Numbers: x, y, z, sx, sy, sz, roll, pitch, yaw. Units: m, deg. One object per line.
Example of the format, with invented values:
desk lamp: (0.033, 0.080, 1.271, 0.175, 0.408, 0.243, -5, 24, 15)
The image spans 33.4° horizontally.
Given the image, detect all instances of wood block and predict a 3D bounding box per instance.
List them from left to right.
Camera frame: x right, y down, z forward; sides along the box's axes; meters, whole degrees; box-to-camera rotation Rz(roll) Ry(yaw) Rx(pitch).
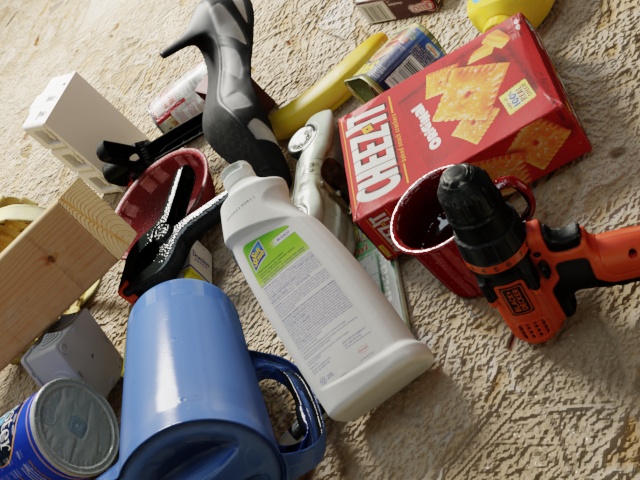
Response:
wood block: (-0.307, 0.042, 1.150, 0.206, 0.090, 0.090, -41, 12, 16)

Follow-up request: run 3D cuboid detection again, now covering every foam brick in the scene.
foam brick: (-0.106, -0.178, 1.318, 0.053, 0.078, 0.051, -54, 37, -10)

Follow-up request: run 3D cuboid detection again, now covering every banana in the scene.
banana: (-0.002, -0.170, 1.236, 0.198, 0.037, 0.069, -33, 40, 19)

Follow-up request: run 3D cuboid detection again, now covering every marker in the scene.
marker: (-0.010, 0.159, 0.939, 0.121, 0.020, 0.020, -46, 35, 1)

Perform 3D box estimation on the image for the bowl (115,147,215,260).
bowl: (-0.177, -0.030, 1.267, 0.162, 0.055, 0.162, -28, 39, 25)

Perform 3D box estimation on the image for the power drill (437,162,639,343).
power drill: (0.194, -0.009, 0.768, 0.188, 0.184, 0.057, -17, 44, 22)

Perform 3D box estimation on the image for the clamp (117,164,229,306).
clamp: (-0.164, -0.009, 1.159, 0.171, 0.039, 0.120, -47, 34, -4)

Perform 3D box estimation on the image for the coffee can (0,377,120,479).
coffee can: (-0.287, 0.214, 1.085, 0.141, 0.102, 0.103, -34, 36, 32)

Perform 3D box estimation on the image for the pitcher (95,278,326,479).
pitcher: (-0.101, 0.136, 0.929, 0.145, 0.149, 0.243, -49, 27, 17)

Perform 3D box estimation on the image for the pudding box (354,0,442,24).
pudding box: (0.105, -0.307, 1.260, 0.114, 0.039, 0.090, 2, 57, 45)

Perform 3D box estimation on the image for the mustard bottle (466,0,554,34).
mustard bottle: (0.200, -0.261, 1.098, 0.096, 0.058, 0.191, -12, 48, 38)

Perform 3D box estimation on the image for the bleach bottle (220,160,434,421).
bleach bottle: (-0.010, 0.028, 0.929, 0.103, 0.068, 0.251, -38, 66, 12)

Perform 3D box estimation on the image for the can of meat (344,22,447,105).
can of meat: (0.080, -0.179, 1.125, 0.084, 0.057, 0.102, -46, 12, -4)

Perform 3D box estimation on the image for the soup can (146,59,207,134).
soup can: (-0.166, -0.182, 1.392, 0.102, 0.068, 0.068, -36, 36, 14)

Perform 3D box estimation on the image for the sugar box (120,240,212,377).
sugar box: (-0.162, 0.076, 1.143, 0.093, 0.048, 0.176, -34, 28, 17)

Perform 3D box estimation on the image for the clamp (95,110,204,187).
clamp: (-0.212, -0.111, 1.342, 0.164, 0.036, 0.210, -21, -4, -20)

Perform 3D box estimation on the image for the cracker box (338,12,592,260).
cracker box: (0.126, -0.101, 0.999, 0.214, 0.072, 0.164, -29, 38, 19)

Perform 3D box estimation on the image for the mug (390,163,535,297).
mug: (0.129, -0.011, 0.907, 0.117, 0.081, 0.093, -35, 37, 16)
